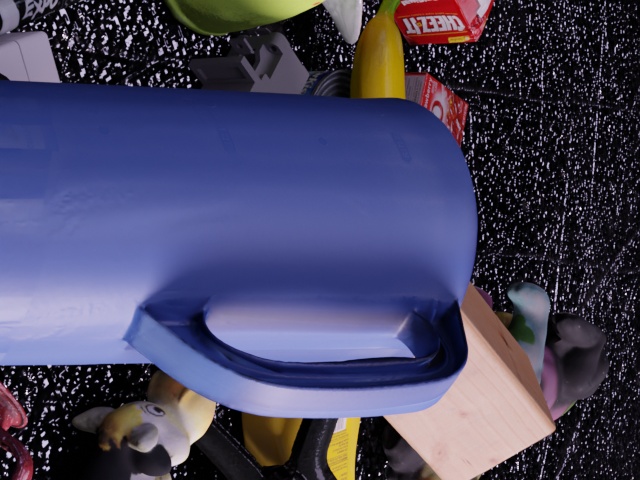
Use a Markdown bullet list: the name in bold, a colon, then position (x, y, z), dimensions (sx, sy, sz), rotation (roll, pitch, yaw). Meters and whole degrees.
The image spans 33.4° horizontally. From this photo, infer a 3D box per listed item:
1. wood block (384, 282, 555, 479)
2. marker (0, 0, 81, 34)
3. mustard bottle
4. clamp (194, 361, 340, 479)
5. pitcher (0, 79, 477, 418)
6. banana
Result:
- **wood block**: position (0.066, 0.062, 0.735), dimensions (0.206, 0.090, 0.091), rotation (49, 17, -27)
- **marker**: position (-0.144, -0.114, 0.519), dimensions (0.121, 0.020, 0.020), rotation (-56, 139, -60)
- **mustard bottle**: position (-0.015, 0.179, 0.734), dimensions (0.096, 0.058, 0.191), rotation (-3, 97, -52)
- **clamp**: position (-0.035, 0.150, 0.667), dimensions (0.039, 0.120, 0.171), rotation (-121, -152, -86)
- **pitcher**: position (-0.054, 0.001, 0.458), dimensions (0.242, 0.149, 0.145), rotation (0, 89, -37)
- **banana**: position (0.051, -0.070, 0.746), dimensions (0.069, 0.037, 0.198), rotation (-24, 114, -48)
